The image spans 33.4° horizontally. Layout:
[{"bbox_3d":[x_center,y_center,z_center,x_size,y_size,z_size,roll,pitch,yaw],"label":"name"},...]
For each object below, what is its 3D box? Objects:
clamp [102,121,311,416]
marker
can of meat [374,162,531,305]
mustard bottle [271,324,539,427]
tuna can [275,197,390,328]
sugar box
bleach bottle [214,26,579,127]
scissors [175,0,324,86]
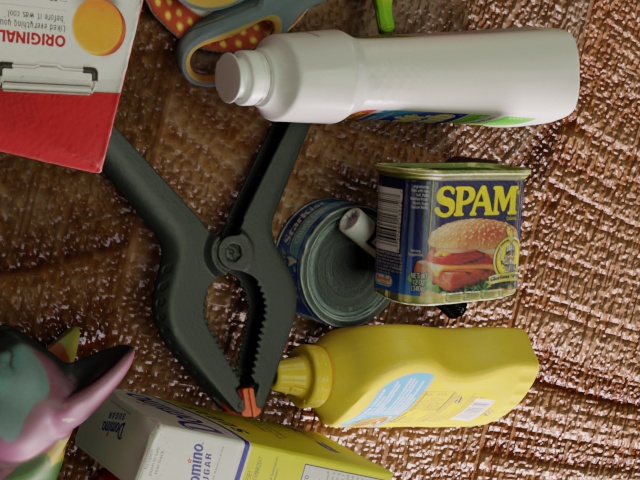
[{"bbox_3d":[-0.054,0.001,0.657,0.164,0.036,0.210,-17,96,-30],"label":"clamp"},{"bbox_3d":[0.059,0.018,0.715,0.121,0.020,0.020,38,77,-32],"label":"marker"},{"bbox_3d":[0.082,-0.006,0.681,0.101,0.058,0.084,-3,100,-34],"label":"can of meat"},{"bbox_3d":[0.049,0.093,0.724,0.191,0.096,0.058,5,55,-33],"label":"mustard bottle"},{"bbox_3d":[0.013,0.015,0.718,0.085,0.034,0.086,-6,101,-33],"label":"tuna can"},{"bbox_3d":[-0.052,0.134,0.660,0.176,0.093,0.048,22,85,-34],"label":"sugar box"},{"bbox_3d":[0.045,-0.102,0.671,0.250,0.103,0.068,-6,97,-35],"label":"bleach bottle"},{"bbox_3d":[-0.010,-0.169,0.646,0.201,0.016,0.096,-37,124,-11],"label":"scissors"}]
